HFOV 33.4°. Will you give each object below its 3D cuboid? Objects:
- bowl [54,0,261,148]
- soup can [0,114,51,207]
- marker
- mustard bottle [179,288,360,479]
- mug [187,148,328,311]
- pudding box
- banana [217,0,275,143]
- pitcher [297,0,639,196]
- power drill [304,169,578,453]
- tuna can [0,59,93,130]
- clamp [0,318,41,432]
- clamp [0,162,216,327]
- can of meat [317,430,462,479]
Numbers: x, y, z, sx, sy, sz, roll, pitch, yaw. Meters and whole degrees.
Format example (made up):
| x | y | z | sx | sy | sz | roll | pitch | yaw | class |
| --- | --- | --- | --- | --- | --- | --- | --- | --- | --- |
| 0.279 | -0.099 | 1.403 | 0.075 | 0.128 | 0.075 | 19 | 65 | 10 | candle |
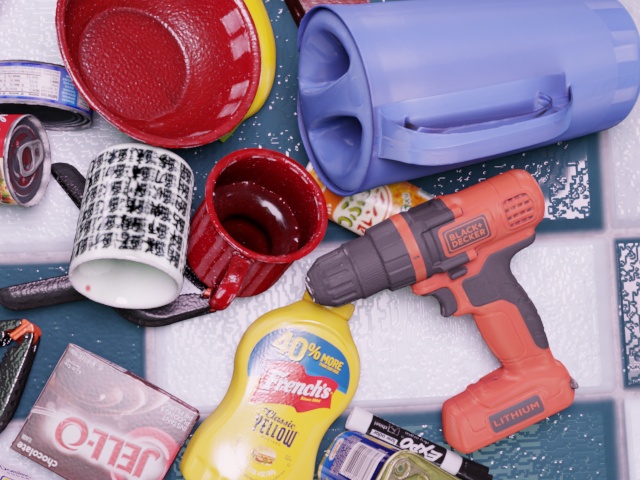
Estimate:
| x | y | z | sx | sy | sz | roll | pitch | yaw | class |
| --- | --- | --- | --- | --- | --- | --- | --- | --- | --- |
| -0.125 | -0.139 | 0.784 | 0.161 | 0.055 | 0.162 | 9 | 74 | -32 | bowl |
| -0.261 | -0.060 | 0.791 | 0.102 | 0.068 | 0.068 | 2 | 84 | 13 | soup can |
| 0.078 | 0.162 | 0.827 | 0.121 | 0.020 | 0.020 | 25 | 84 | -1 | marker |
| -0.024 | 0.109 | 0.806 | 0.096 | 0.058 | 0.191 | 27 | 83 | -9 | mustard bottle |
| -0.055 | 0.001 | 0.785 | 0.093 | 0.082 | 0.117 | 24 | 56 | -11 | mug |
| -0.160 | 0.142 | 0.804 | 0.113 | 0.039 | 0.090 | 29 | 84 | 0 | pudding box |
| -0.079 | -0.181 | 0.840 | 0.069 | 0.037 | 0.198 | -18 | 86 | -6 | banana |
| 0.114 | -0.112 | 0.772 | 0.242 | 0.145 | 0.149 | -12 | 74 | -21 | pitcher |
| 0.099 | 0.060 | 0.789 | 0.184 | 0.057 | 0.187 | -23 | 109 | -3 | power drill |
| -0.213 | -0.108 | 0.801 | 0.086 | 0.086 | 0.034 | 4 | 83 | -3 | tuna can |
| -0.292 | 0.139 | 0.796 | 0.210 | 0.036 | 0.164 | -33 | 83 | -8 | clamp |
| -0.158 | 0.026 | 0.814 | 0.171 | 0.039 | 0.120 | 27 | 79 | 1 | clamp |
| 0.058 | 0.183 | 0.775 | 0.102 | 0.084 | 0.057 | 34 | 79 | -25 | can of meat |
